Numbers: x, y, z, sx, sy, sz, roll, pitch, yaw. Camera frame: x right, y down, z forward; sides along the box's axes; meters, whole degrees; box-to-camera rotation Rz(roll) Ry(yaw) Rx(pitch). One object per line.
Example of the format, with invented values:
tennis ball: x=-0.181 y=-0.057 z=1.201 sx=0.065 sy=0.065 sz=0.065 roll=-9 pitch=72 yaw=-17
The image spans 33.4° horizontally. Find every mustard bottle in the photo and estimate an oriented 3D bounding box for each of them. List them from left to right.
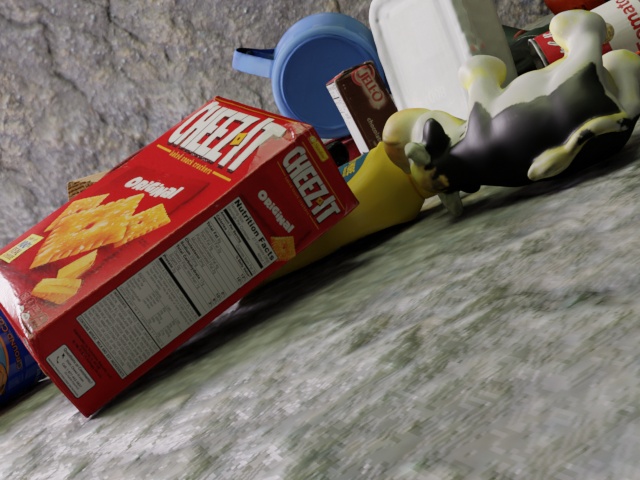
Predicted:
mustard bottle: x=0.010 y=-0.022 z=0.752 sx=0.192 sy=0.058 sz=0.096 roll=-24 pitch=10 yaw=18

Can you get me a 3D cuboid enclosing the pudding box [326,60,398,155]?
pudding box: x=0.047 y=-0.088 z=0.868 sx=0.039 sy=0.113 sz=0.090 roll=-26 pitch=8 yaw=0

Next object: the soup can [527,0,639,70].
soup can: x=0.230 y=-0.155 z=0.869 sx=0.102 sy=0.068 sz=0.068 roll=-25 pitch=7 yaw=9

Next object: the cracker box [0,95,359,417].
cracker box: x=-0.106 y=-0.003 z=0.694 sx=0.213 sy=0.072 sz=0.164 roll=-38 pitch=28 yaw=-13

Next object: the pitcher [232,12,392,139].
pitcher: x=-0.002 y=-0.173 z=1.118 sx=0.149 sy=0.145 sz=0.243 roll=-33 pitch=9 yaw=7
